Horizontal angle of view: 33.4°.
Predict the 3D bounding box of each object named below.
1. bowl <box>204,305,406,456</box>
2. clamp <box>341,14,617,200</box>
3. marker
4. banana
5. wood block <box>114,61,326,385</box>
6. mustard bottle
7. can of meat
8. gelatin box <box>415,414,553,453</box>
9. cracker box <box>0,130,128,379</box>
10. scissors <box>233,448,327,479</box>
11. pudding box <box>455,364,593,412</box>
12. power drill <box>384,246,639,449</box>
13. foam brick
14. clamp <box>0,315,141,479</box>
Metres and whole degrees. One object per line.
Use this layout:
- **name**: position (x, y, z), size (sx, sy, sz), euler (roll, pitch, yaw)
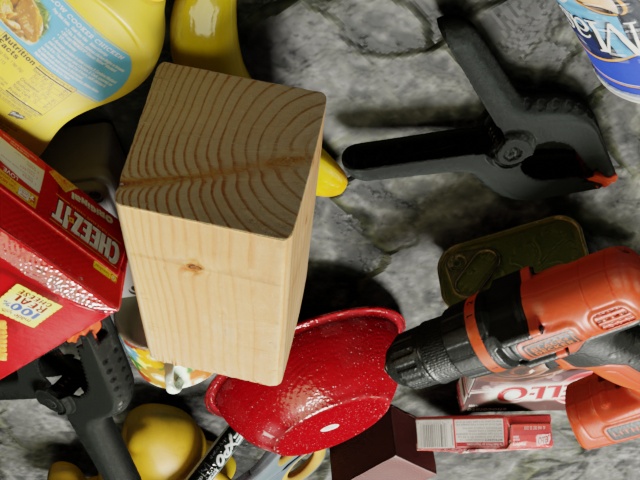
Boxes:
- **bowl**: position (-0.001, 0.114, 0.786), size (0.162, 0.055, 0.162), euler (-19, 153, -10)
- **clamp**: position (0.100, -0.059, 0.643), size (0.171, 0.039, 0.120), euler (24, 134, -30)
- **marker**: position (-0.075, 0.162, 0.855), size (0.121, 0.020, 0.020), euler (-52, 134, -10)
- **banana**: position (-0.039, -0.083, 0.603), size (0.070, 0.037, 0.197), euler (-10, 140, 10)
- **wood block**: position (-0.054, 0.001, 0.618), size (0.091, 0.090, 0.206), euler (12, 153, 2)
- **mustard bottle**: position (-0.138, -0.107, 0.551), size (0.192, 0.058, 0.096), euler (-29, 128, 27)
- **can of meat**: position (0.143, 0.037, 0.749), size (0.102, 0.057, 0.084), euler (-17, 140, 15)
- **gelatin box**: position (0.134, 0.158, 0.874), size (0.089, 0.030, 0.073), euler (-9, 167, 39)
- **cracker box**: position (-0.237, 0.018, 0.583), size (0.214, 0.072, 0.164), euler (-29, 128, 26)
- **scissors**: position (-0.061, 0.209, 0.880), size (0.201, 0.016, 0.096), euler (-39, 149, -17)
- **pudding box**: position (0.170, 0.098, 0.836), size (0.113, 0.039, 0.090), euler (2, 141, -6)
- **power drill**: position (0.161, 0.083, 0.716), size (0.185, 0.057, 0.187), euler (-23, 142, 32)
- **foam brick**: position (0.052, 0.187, 0.923), size (0.053, 0.051, 0.078), euler (31, 128, -34)
- **clamp**: position (-0.175, 0.111, 0.763), size (0.164, 0.036, 0.210), euler (36, 140, -4)
